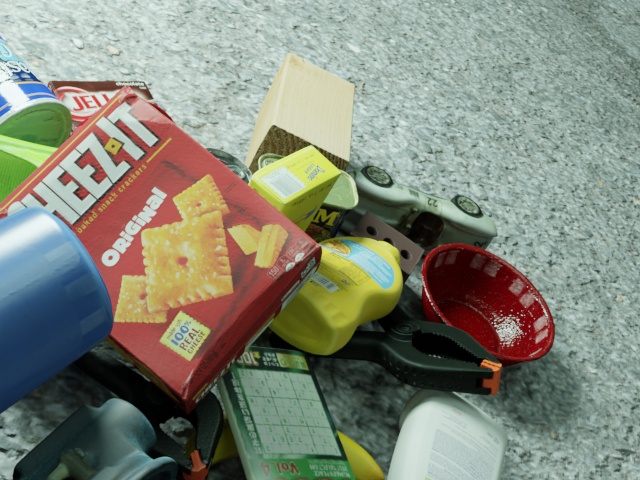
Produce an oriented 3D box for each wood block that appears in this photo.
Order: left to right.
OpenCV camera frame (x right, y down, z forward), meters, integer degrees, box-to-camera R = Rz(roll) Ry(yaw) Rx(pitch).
[{"bbox_3d":[-0.023,-0.114,1.169,0.090,0.090,0.206,24,28,-10],"label":"wood block"}]

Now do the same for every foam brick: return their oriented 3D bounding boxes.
[{"bbox_3d":[0.062,0.019,1.135,0.078,0.051,0.053,34,38,3],"label":"foam brick"}]

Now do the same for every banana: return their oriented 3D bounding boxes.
[{"bbox_3d":[-0.036,0.178,0.905,0.197,0.037,0.069,5,72,-27],"label":"banana"}]

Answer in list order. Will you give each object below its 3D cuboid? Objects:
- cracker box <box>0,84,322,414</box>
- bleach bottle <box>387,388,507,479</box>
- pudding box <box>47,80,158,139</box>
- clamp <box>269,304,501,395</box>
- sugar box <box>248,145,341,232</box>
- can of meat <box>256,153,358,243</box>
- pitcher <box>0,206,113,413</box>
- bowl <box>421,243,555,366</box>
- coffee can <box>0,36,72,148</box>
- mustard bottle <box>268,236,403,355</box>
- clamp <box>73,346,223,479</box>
[{"bbox_3d":[-0.130,0.004,0.847,0.214,0.072,0.164,40,73,8],"label":"cracker box"},{"bbox_3d":[0.091,0.219,0.884,0.102,0.068,0.250,33,27,3],"label":"bleach bottle"},{"bbox_3d":[-0.220,-0.125,1.109,0.113,0.039,0.090,-4,50,-38],"label":"pudding box"},{"bbox_3d":[0.080,0.093,1.019,0.210,0.036,0.164,15,27,26],"label":"clamp"},{"bbox_3d":[-0.056,0.001,0.969,0.048,0.176,0.093,41,39,15],"label":"sugar box"},{"bbox_3d":[-0.026,-0.030,1.050,0.102,0.084,0.057,12,42,-20],"label":"can of meat"},{"bbox_3d":[-0.269,0.077,0.709,0.242,0.145,0.149,-33,63,-27],"label":"pitcher"},{"bbox_3d":[0.167,0.080,1.137,0.162,0.055,0.162,19,39,-17],"label":"bowl"},{"bbox_3d":[-0.315,-0.135,1.000,0.140,0.103,0.102,46,39,18],"label":"coffee can"},{"bbox_3d":[0.024,0.040,1.011,0.096,0.058,0.191,32,31,20],"label":"mustard bottle"},{"bbox_3d":[-0.120,0.122,0.874,0.120,0.039,0.172,-26,57,-21],"label":"clamp"}]
